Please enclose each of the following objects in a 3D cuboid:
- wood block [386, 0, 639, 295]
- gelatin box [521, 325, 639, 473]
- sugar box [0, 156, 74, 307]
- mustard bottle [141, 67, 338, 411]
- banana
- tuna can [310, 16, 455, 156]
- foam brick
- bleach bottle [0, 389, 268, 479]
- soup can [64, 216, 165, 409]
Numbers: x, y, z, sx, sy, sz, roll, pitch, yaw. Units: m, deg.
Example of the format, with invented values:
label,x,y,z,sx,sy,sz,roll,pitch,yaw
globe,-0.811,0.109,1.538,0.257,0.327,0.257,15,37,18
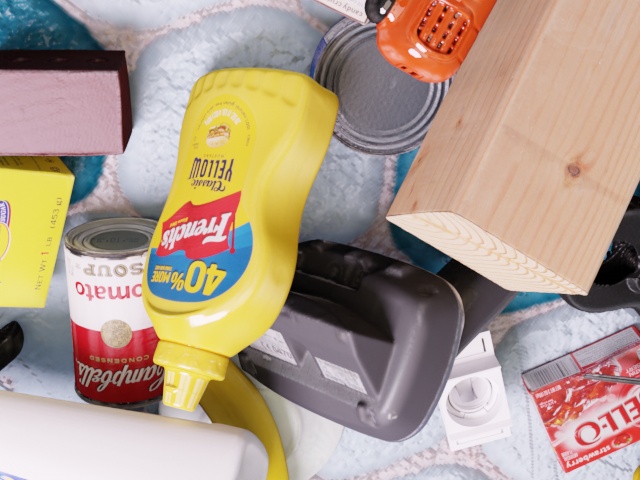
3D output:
label,x,y,z,sx,sy,sz,roll,pitch,yaw
wood block,0.132,-0.083,0.585,0.090,0.090,0.206,30,80,-16
gelatin box,0.195,0.110,0.739,0.089,0.030,0.073,-24,112,5
sugar box,-0.237,-0.011,0.606,0.175,0.048,0.093,2,114,-36
mustard bottle,-0.054,0.001,0.600,0.058,0.096,0.191,26,75,-50
banana,-0.053,0.149,0.695,0.069,0.037,0.198,-18,114,-34
tuna can,0.037,-0.096,0.642,0.086,0.034,0.086,-2,111,-5
foam brick,-0.151,-0.081,0.620,0.078,0.053,0.051,-1,111,-6
bleach bottle,-0.162,0.122,0.633,0.251,0.102,0.068,10,70,11
soup can,-0.122,0.044,0.664,0.068,0.068,0.102,-1,110,-5
